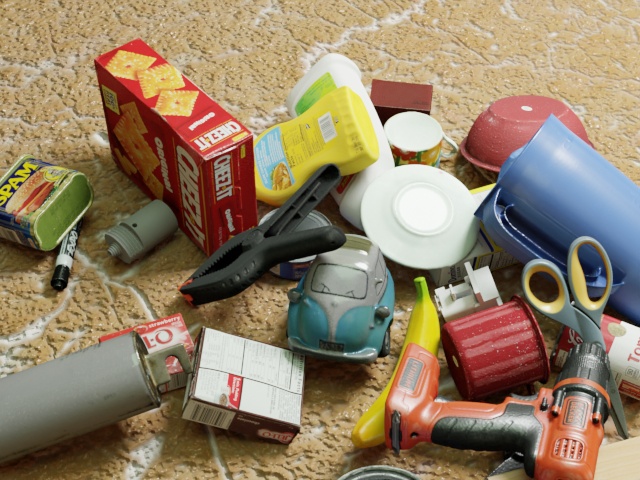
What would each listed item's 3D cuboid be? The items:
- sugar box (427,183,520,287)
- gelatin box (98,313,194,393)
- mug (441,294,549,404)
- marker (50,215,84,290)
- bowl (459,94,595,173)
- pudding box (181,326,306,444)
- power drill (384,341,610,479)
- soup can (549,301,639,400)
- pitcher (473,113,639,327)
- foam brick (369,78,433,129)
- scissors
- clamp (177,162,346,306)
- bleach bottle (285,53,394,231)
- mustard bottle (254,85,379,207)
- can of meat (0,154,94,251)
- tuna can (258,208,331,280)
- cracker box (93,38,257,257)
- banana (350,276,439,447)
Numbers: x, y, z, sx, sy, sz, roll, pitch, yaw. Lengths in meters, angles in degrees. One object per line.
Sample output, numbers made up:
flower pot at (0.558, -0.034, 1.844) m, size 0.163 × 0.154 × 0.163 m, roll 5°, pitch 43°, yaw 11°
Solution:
sugar box at (0.192, -0.014, 1.203) m, size 0.176 × 0.048 × 0.093 m, roll -17°, pitch 52°, yaw -13°
gelatin box at (-0.172, 0.119, 1.077) m, size 0.089 × 0.030 × 0.073 m, roll -15°, pitch 50°, yaw -16°
mug at (0.173, 0.121, 1.054) m, size 0.081 × 0.093 × 0.117 m, roll -17°, pitch 88°, yaw -6°
marker at (-0.280, 0.007, 1.185) m, size 0.020 × 0.020 × 0.121 m, roll 2°, pitch 47°, yaw 0°
bowl at (0.248, -0.133, 1.273) m, size 0.162 × 0.055 × 0.162 m, roll -3°, pitch 27°, yaw 1°
pudding box at (-0.072, 0.140, 1.037) m, size 0.113 × 0.039 × 0.090 m, roll 18°, pitch 45°, yaw -13°
power drill at (0.160, 0.141, 0.948) m, size 0.188 × 0.057 × 0.184 m, roll 7°, pitch 32°, yaw 18°
soup can at (0.289, 0.111, 1.073) m, size 0.102 × 0.068 × 0.068 m, roll 22°, pitch 50°, yaw 17°
pitcher at (0.285, -0.005, 1.106) m, size 0.243 × 0.145 × 0.149 m, roll 38°, pitch 90°, yaw 6°
foam brick at (0.099, -0.163, 1.333) m, size 0.078 × 0.051 × 0.053 m, roll 7°, pitch 48°, yaw 5°
scissors at (0.246, 0.097, 1.035) m, size 0.096 × 0.202 × 0.016 m, roll -3°, pitch 5°, yaw 7°
clamp at (-0.057, 0.001, 1.118) m, size 0.210 × 0.036 × 0.164 m, roll -29°, pitch 24°, yaw 21°
bleach bottle at (0.042, -0.104, 1.248) m, size 0.068 × 0.103 × 0.251 m, roll 24°, pitch 30°, yaw -44°
mustard bottle at (-0.030, -0.092, 1.213) m, size 0.192 × 0.058 × 0.096 m, roll -27°, pitch 63°, yaw 21°
can of meat at (-0.315, -0.041, 1.187) m, size 0.084 × 0.057 × 0.102 m, roll 16°, pitch 54°, yaw 27°
tuna can at (-0.028, 0.003, 1.187) m, size 0.086 × 0.034 × 0.086 m, roll 1°, pitch 47°, yaw -1°
cracker box at (-0.161, -0.100, 1.190) m, size 0.072 × 0.164 × 0.214 m, roll -31°, pitch 55°, yaw -25°
banana at (0.080, 0.132, 1.052) m, size 0.037 × 0.069 × 0.197 m, roll -16°, pitch 39°, yaw 43°
